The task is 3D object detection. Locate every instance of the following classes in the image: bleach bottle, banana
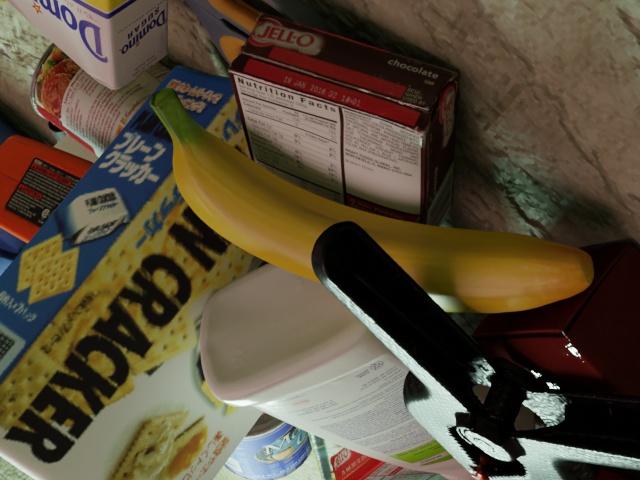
[{"bbox_3d":[0.047,0.089,0.594,0.250,0.103,0.068,40,-147,-47],"label":"bleach bottle"},{"bbox_3d":[0.014,-0.004,0.457,0.198,0.037,0.070,21,154,10],"label":"banana"}]

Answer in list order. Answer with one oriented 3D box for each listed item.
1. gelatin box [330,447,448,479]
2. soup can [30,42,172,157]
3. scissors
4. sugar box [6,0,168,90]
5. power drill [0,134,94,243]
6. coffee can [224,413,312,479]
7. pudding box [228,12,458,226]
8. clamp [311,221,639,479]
[{"bbox_3d":[0.062,0.142,0.712,0.073,0.089,0.030,-50,45,48],"label":"gelatin box"},{"bbox_3d":[-0.112,-0.076,0.634,0.102,0.068,0.068,35,160,19],"label":"soup can"},{"bbox_3d":[-0.070,-0.124,0.527,0.202,0.016,0.096,32,159,27],"label":"scissors"},{"bbox_3d":[-0.112,-0.151,0.473,0.093,0.048,0.176,41,152,14],"label":"sugar box"},{"bbox_3d":[-0.129,0.002,0.683,0.185,0.057,0.187,20,170,35],"label":"power drill"},{"bbox_3d":[-0.059,0.149,0.960,0.103,0.102,0.140,35,160,21],"label":"coffee can"},{"bbox_3d":[0.013,-0.043,0.478,0.090,0.039,0.113,21,153,16],"label":"pudding box"},{"bbox_3d":[0.069,0.066,0.456,0.164,0.036,0.210,30,162,11],"label":"clamp"}]
